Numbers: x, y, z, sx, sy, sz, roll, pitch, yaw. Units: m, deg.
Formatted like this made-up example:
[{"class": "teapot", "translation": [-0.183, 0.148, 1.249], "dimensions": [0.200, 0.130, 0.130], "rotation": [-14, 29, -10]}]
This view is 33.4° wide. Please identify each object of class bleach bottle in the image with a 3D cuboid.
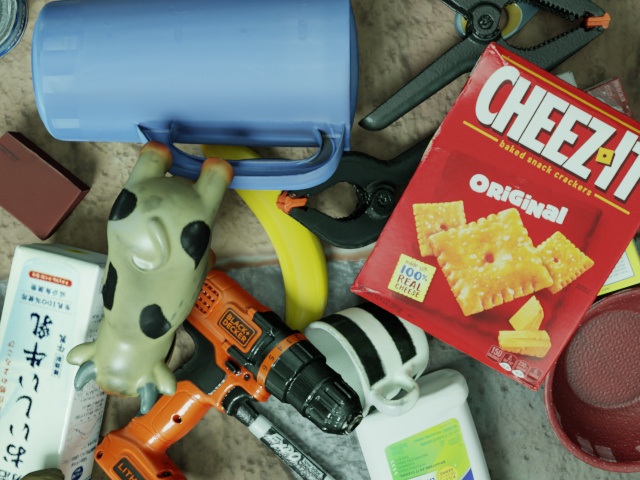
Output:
[{"class": "bleach bottle", "translation": [0.112, 0.242, 0.894], "dimensions": [0.102, 0.068, 0.251], "rotation": [-21, 97, -1]}]

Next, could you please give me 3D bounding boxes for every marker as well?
[{"class": "marker", "translation": [-0.033, 0.174, 0.903], "dimensions": [0.121, 0.020, 0.020], "rotation": [43, 92, -5]}]

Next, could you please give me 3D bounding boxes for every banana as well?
[{"class": "banana", "translation": [-0.037, -0.001, 0.880], "dimensions": [0.069, 0.037, 0.198], "rotation": [-18, 95, -3]}]

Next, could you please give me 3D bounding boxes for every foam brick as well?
[{"class": "foam brick", "translation": [-0.234, -0.045, 0.862], "dimensions": [0.078, 0.051, 0.053], "rotation": [40, 91, -5]}]

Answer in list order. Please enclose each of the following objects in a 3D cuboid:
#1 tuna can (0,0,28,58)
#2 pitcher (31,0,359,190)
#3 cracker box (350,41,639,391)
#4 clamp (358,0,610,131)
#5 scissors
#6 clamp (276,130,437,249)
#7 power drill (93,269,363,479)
[{"class": "tuna can", "translation": [-0.282, -0.186, 0.858], "dimensions": [0.086, 0.034, 0.086], "rotation": [0, 94, -2]}, {"class": "pitcher", "translation": [-0.091, -0.124, 0.821], "dimensions": [0.243, 0.149, 0.145], "rotation": [-1, 110, 1]}, {"class": "cracker box", "translation": [0.145, -0.017, 0.806], "dimensions": [0.164, 0.072, 0.214], "rotation": [30, 102, 3]}, {"class": "clamp", "translation": [0.124, -0.182, 0.858], "dimensions": [0.210, 0.036, 0.164], "rotation": [-8, 95, -1]}, {"class": "scissors", "translation": [0.198, -0.195, 0.885], "dimensions": [0.201, 0.016, 0.096], "rotation": [15, 95, -3]}, {"class": "clamp", "translation": [0.051, -0.043, 0.869], "dimensions": [0.171, 0.039, 0.120], "rotation": [7, 86, -21]}, {"class": "power drill", "translation": [-0.078, 0.142, 0.850], "dimensions": [0.185, 0.057, 0.187], "rotation": [39, 93, 28]}]
